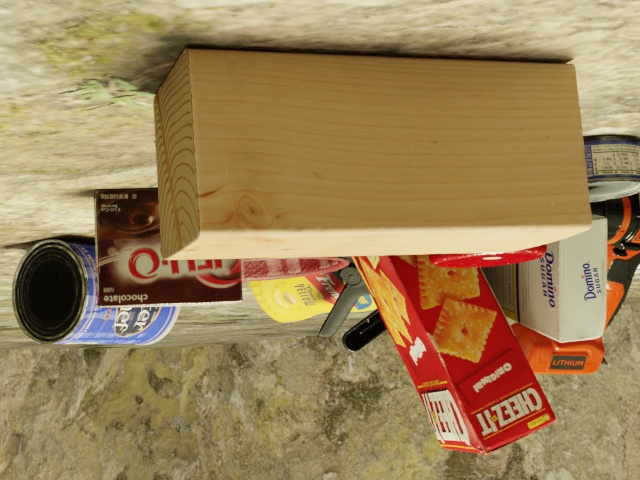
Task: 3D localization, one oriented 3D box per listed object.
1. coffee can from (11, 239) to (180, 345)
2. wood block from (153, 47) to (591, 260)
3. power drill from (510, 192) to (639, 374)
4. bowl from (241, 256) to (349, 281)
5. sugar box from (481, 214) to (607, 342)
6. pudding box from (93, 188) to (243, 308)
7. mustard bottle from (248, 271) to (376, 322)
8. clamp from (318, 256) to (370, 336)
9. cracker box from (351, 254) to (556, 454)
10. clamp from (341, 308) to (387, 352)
[{"bbox_3d":[-0.224,0.055,1.082,0.103,0.103,0.140,-9,171,32],"label":"coffee can"},{"bbox_3d":[0.025,-0.040,0.555,0.205,0.091,0.090,-2,172,-19],"label":"wood block"},{"bbox_3d":[0.233,0.034,0.955,0.184,0.057,0.188,6,123,-30],"label":"power drill"},{"bbox_3d":[-0.056,0.001,0.949,0.162,0.055,0.162,-4,172,-1],"label":"bowl"},{"bbox_3d":[0.164,0.015,0.851,0.048,0.093,0.176,-6,-168,-19],"label":"sugar box"},{"bbox_3d":[-0.118,0.007,0.830,0.113,0.090,0.039,-2,173,-11],"label":"pudding box"},{"bbox_3d":[0.019,0.039,1.168,0.192,0.058,0.096,-9,127,27],"label":"mustard bottle"},{"bbox_3d":[0.025,0.023,1.093,0.172,0.039,0.120,-35,113,30],"label":"clamp"},{"bbox_3d":[0.095,0.065,0.879,0.072,0.214,0.164,-24,173,-7],"label":"cracker box"},{"bbox_3d":[0.129,0.047,1.197,0.165,0.036,0.209,-31,-176,39],"label":"clamp"}]
